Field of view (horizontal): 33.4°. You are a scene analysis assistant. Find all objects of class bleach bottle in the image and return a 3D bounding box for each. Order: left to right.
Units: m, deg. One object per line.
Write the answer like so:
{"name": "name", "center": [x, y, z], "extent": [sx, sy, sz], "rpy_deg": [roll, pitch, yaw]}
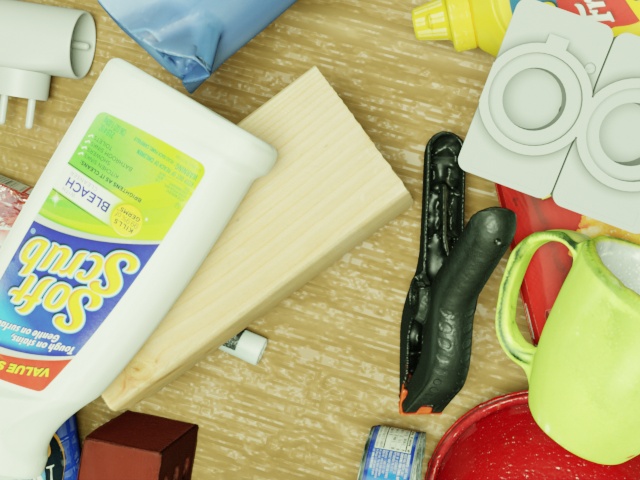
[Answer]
{"name": "bleach bottle", "center": [-0.127, 0.036, 0.564], "extent": [0.102, 0.068, 0.251], "rpy_deg": [31, 94, 9]}

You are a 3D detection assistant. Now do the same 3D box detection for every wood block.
{"name": "wood block", "center": [-0.054, 0.001, 0.632], "extent": [0.206, 0.090, 0.091], "rpy_deg": [-37, 84, 5]}

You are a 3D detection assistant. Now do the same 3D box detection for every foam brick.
{"name": "foam brick", "center": [-0.115, 0.144, 0.673], "extent": [0.051, 0.078, 0.053], "rpy_deg": [11, 96, 10]}

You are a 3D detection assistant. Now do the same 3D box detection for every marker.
{"name": "marker", "center": [-0.093, 0.048, 0.690], "extent": [0.121, 0.020, 0.020], "rpy_deg": [23, 98, 6]}

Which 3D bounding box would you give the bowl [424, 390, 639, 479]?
{"name": "bowl", "center": [0.136, 0.171, 0.628], "extent": [0.162, 0.055, 0.162], "rpy_deg": [5, 108, 15]}

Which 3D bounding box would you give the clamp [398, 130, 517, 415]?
{"name": "clamp", "center": [0.071, 0.023, 0.630], "extent": [0.039, 0.120, 0.172], "rpy_deg": [9, 124, -8]}

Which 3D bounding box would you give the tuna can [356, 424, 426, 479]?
{"name": "tuna can", "center": [0.041, 0.156, 0.644], "extent": [0.034, 0.086, 0.086], "rpy_deg": [8, 96, 10]}
